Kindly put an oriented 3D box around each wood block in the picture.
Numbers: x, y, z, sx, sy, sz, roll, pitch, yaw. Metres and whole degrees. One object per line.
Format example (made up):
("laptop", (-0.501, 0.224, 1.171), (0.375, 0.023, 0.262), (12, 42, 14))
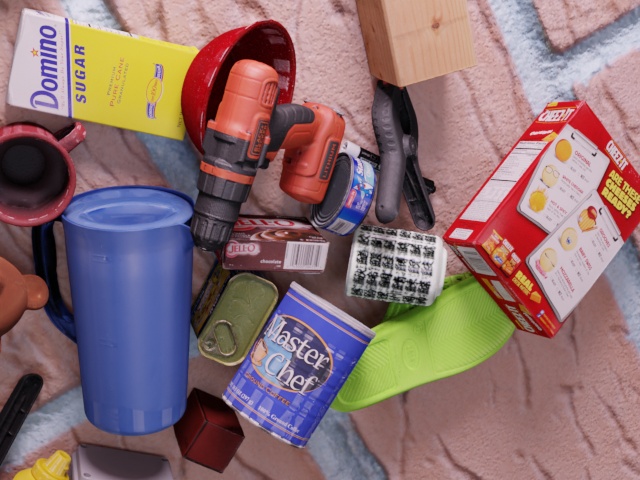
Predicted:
("wood block", (0.085, -0.271, 1.077), (0.090, 0.090, 0.206), (-17, 112, -12))

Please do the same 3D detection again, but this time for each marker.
("marker", (0.077, -0.078, 1.177), (0.121, 0.020, 0.020), (23, 100, -22))

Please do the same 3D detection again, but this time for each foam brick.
("foam brick", (-0.125, 0.211, 1.183), (0.051, 0.078, 0.053), (27, 101, -23))

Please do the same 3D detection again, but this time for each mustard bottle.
("mustard bottle", (-0.329, 0.306, 1.146), (0.058, 0.096, 0.191), (36, 94, 11))

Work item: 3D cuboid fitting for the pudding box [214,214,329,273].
("pudding box", (-0.057, 0.001, 1.126), (0.113, 0.090, 0.039), (5, 108, -19))

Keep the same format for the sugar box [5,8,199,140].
("sugar box", (-0.213, -0.162, 1.048), (0.176, 0.048, 0.093), (9, 105, -20))

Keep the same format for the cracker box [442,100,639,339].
("cracker box", (0.257, -0.025, 1.195), (0.164, 0.072, 0.213), (47, 74, -25))

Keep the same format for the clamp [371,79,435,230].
("clamp", (0.079, -0.090, 1.122), (0.039, 0.120, 0.171), (-12, 90, 21))

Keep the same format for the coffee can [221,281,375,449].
("coffee can", (-0.022, 0.128, 1.100), (0.102, 0.103, 0.140), (33, 88, -24))

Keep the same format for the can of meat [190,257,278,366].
("can of meat", (-0.097, 0.070, 1.140), (0.057, 0.084, 0.102), (25, 99, -23))

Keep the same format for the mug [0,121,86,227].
("mug", (-0.278, -0.077, 1.038), (0.117, 0.081, 0.093), (-40, 114, -1))

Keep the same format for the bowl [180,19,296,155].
("bowl", (-0.089, -0.146, 1.059), (0.161, 0.055, 0.162), (-45, 147, -41))

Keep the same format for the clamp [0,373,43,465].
("clamp", (-0.349, 0.257, 1.103), (0.210, 0.165, 0.036), (-44, 131, 11))

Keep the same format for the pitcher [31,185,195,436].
("pitcher", (-0.203, 0.071, 1.095), (0.144, 0.149, 0.243), (-10, 115, -29))

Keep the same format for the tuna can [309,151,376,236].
("tuna can", (0.024, -0.048, 1.135), (0.033, 0.086, 0.086), (21, 101, -23))

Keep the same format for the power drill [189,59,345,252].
("power drill", (-0.051, -0.077, 1.056), (0.187, 0.057, 0.184), (-1, 111, -64))
